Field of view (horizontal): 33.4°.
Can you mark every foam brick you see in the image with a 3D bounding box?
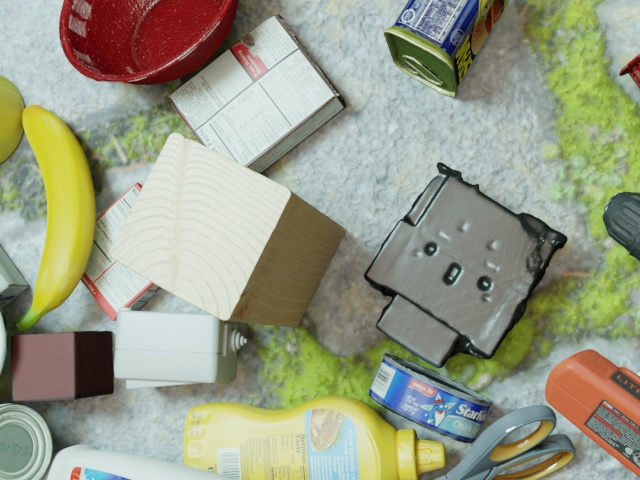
[{"bbox_3d":[-0.200,0.097,0.831,0.053,0.078,0.051,-4,85,10],"label":"foam brick"}]

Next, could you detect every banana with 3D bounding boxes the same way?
[{"bbox_3d":[-0.210,-0.028,0.843,0.070,0.037,0.198,-9,65,11],"label":"banana"}]

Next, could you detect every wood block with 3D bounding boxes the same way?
[{"bbox_3d":[-0.056,0.001,0.748,0.090,0.206,0.091,27,90,12],"label":"wood block"}]

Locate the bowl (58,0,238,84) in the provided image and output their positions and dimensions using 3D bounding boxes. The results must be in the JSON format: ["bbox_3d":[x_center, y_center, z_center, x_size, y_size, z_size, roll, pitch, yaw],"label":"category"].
[{"bbox_3d":[-0.124,-0.180,0.842,0.162,0.055,0.162,-11,62,20],"label":"bowl"}]

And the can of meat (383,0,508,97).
[{"bbox_3d":[0.096,-0.164,0.792,0.057,0.102,0.084,31,88,13],"label":"can of meat"}]

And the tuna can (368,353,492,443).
[{"bbox_3d":[0.079,0.114,0.772,0.086,0.086,0.034,24,90,12],"label":"tuna can"}]

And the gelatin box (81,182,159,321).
[{"bbox_3d":[-0.152,0.010,0.856,0.089,0.030,0.073,-42,77,4],"label":"gelatin box"}]

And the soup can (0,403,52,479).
[{"bbox_3d":[-0.262,0.161,0.819,0.102,0.068,0.068,-12,80,42],"label":"soup can"}]

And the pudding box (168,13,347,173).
[{"bbox_3d":[-0.050,-0.110,0.845,0.113,0.039,0.090,-37,79,7],"label":"pudding box"}]

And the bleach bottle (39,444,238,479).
[{"bbox_3d":[-0.137,0.208,0.773,0.251,0.068,0.102,1,79,39],"label":"bleach bottle"}]

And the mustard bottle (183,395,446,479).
[{"bbox_3d":[-0.003,0.165,0.796,0.192,0.058,0.096,-5,84,10],"label":"mustard bottle"}]

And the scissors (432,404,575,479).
[{"bbox_3d":[0.088,0.165,0.752,0.201,0.096,0.016,-14,46,-10],"label":"scissors"}]
